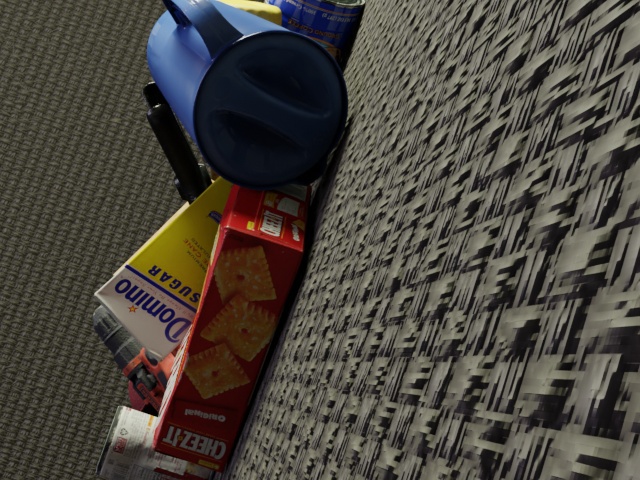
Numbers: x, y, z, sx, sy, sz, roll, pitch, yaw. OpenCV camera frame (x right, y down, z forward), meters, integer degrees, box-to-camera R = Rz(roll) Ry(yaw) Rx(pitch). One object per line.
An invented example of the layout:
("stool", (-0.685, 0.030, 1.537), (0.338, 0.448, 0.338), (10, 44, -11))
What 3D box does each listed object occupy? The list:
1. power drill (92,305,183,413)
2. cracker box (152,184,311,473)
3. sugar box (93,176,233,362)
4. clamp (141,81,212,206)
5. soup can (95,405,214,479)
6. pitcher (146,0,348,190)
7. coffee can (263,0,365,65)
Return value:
("power drill", (-0.167, 0.117, 1.144), (0.057, 0.184, 0.188), (-40, -5, -30))
("cracker box", (-0.075, 0.061, 0.914), (0.164, 0.072, 0.214), (-85, 15, -68))
("sugar box", (-0.124, 0.025, 1.036), (0.176, 0.093, 0.048), (-45, 3, -10))
("clamp", (-0.137, -0.069, 1.121), (0.164, 0.036, 0.210), (-119, 5, -63))
("soup can", (-0.150, 0.201, 0.993), (0.068, 0.102, 0.068), (-162, 91, -84))
("pitcher", (-0.084, -0.153, 0.953), (0.243, 0.144, 0.149), (-134, 51, -59))
("coffee can", (-0.024, -0.215, 1.163), (0.102, 0.102, 0.140), (-82, 13, -62))
